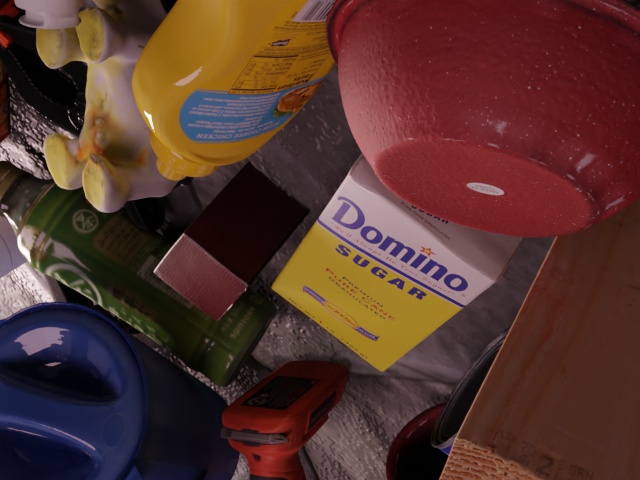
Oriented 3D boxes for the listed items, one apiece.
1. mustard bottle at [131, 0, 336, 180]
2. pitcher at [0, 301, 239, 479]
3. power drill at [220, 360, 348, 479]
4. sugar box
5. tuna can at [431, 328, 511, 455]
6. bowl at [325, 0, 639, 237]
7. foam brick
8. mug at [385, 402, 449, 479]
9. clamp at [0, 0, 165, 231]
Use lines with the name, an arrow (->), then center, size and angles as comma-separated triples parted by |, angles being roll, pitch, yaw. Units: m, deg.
mustard bottle -> -0.035, -0.087, 0.497 | 0.058, 0.096, 0.192 | 60, 139, 17
pitcher -> -0.132, 0.139, 0.736 | 0.145, 0.149, 0.242 | -7, 162, 12
power drill -> -0.005, 0.184, 0.757 | 0.057, 0.184, 0.188 | -1, 104, 26
sugar box -> 0.037, 0.012, 0.605 | 0.093, 0.048, 0.176 | 36, 156, 1
tuna can -> 0.104, 0.096, 0.635 | 0.034, 0.086, 0.086 | 36, 141, -2
bowl -> 0.072, -0.044, 0.433 | 0.162, 0.055, 0.162 | 16, 163, 5
foam brick -> -0.054, 0.001, 0.662 | 0.051, 0.078, 0.053 | 41, 141, -3
mug -> 0.103, 0.173, 0.697 | 0.093, 0.117, 0.081 | -27, 127, -1
clamp -> -0.139, -0.078, 0.676 | 0.171, 0.039, 0.120 | 38, 132, -3
